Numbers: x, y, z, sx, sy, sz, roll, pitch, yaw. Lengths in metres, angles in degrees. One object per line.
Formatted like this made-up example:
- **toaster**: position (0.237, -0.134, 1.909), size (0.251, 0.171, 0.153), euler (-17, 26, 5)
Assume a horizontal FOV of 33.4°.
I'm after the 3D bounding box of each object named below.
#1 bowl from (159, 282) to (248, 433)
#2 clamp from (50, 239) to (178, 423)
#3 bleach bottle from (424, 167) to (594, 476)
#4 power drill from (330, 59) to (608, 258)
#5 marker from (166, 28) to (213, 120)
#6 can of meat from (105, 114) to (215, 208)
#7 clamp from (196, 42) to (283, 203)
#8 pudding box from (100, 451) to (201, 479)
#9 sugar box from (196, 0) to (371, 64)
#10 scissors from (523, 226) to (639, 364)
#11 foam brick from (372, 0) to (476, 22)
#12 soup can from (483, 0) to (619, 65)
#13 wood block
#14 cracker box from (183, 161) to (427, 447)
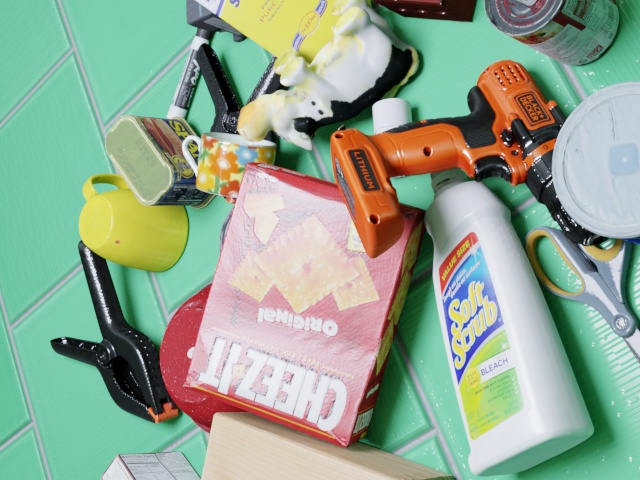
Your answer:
- **bowl**: position (-0.108, 0.114, 1.054), size (0.162, 0.055, 0.162), euler (-7, 79, 38)
- **clamp**: position (-0.218, 0.108, 1.139), size (0.210, 0.036, 0.165), euler (40, 127, 33)
- **bleach bottle**: position (0.133, 0.054, 0.863), size (0.103, 0.067, 0.251), euler (-42, 54, 44)
- **power drill**: position (0.113, -0.050, 0.833), size (0.187, 0.057, 0.184), euler (-17, 54, -9)
- **marker**: position (-0.136, -0.185, 1.141), size (0.020, 0.020, 0.121), euler (26, 100, 38)
- **can of meat**: position (-0.161, -0.081, 1.093), size (0.058, 0.083, 0.102), euler (-46, 69, 24)
- **clamp**: position (-0.087, -0.125, 1.078), size (0.120, 0.039, 0.171), euler (14, 93, 37)
- **pudding box**: position (-0.149, 0.257, 1.044), size (0.114, 0.089, 0.039), euler (44, 110, 34)
- **sugar box**: position (-0.049, -0.234, 0.990), size (0.093, 0.176, 0.048), euler (-53, 14, 20)
- **scissors**: position (0.237, 0.044, 0.810), size (0.202, 0.016, 0.096), euler (46, 113, 33)
- **foam brick**: position (0.093, -0.226, 0.940), size (0.078, 0.052, 0.051), euler (15, 93, 40)
- **soup can**: position (0.182, -0.180, 0.830), size (0.069, 0.102, 0.068), euler (-6, 80, 38)
- **wood block**: position (0.001, 0.220, 0.930), size (0.206, 0.090, 0.091), euler (11, 91, 40)
- **cracker box**: position (-0.013, 0.053, 0.944), size (0.164, 0.072, 0.214), euler (18, 94, 17)
